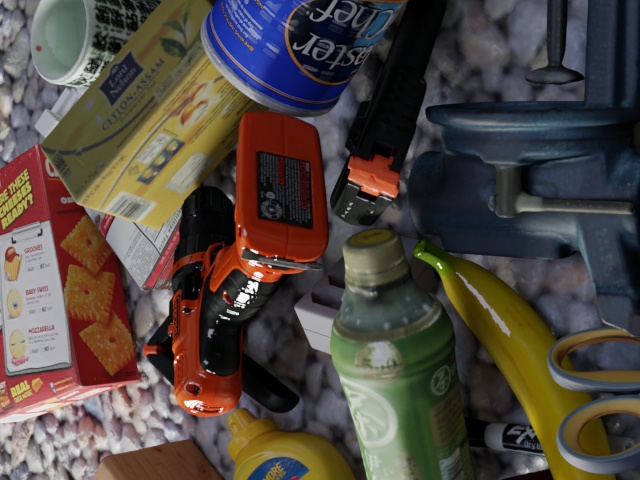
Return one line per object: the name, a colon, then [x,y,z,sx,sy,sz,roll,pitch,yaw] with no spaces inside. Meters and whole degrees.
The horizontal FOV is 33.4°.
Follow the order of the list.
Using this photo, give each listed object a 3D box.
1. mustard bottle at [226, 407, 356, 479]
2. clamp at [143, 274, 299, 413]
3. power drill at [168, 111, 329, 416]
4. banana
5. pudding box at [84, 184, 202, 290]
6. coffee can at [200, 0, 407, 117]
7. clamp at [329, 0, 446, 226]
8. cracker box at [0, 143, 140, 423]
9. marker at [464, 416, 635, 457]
mustard bottle: [-0.009,0.192,0.742,0.192,0.058,0.096,50,121,31]
clamp: [-0.073,0.084,0.808,0.172,0.039,0.120,-27,54,42]
power drill: [-0.055,0.001,0.711,0.188,0.057,0.184,122,149,-50]
banana: [0.119,0.080,0.612,0.037,0.069,0.198,-58,48,34]
pudding box: [-0.142,-0.028,0.877,0.114,0.039,0.090,49,119,29]
coffee can: [0.002,-0.161,0.660,0.140,0.102,0.103,-52,58,36]
clamp: [0.040,-0.073,0.631,0.036,0.210,0.165,20,102,-1]
cracker box: [-0.251,0.043,0.956,0.164,0.071,0.214,-24,74,40]
marker: [0.129,0.120,0.640,0.121,0.020,0.020,-1,90,43]
